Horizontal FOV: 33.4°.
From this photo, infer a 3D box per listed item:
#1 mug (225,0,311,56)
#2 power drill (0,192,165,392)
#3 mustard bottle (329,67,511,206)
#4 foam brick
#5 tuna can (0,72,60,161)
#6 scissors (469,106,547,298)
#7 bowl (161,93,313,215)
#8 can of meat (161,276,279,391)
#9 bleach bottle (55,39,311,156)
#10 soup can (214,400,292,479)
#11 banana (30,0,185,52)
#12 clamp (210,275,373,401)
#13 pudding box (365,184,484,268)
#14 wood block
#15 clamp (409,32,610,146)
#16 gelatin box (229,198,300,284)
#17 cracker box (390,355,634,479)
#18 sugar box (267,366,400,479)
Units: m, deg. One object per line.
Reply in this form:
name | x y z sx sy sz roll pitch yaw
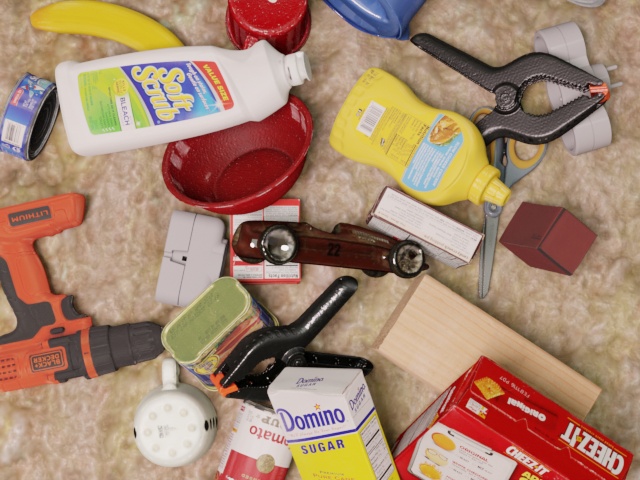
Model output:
mug | -0.059 -0.229 1.103 0.093 0.081 0.117 25 84 0
power drill | -0.259 0.050 1.081 0.184 0.057 0.187 -12 85 -3
mustard bottle | 0.108 -0.091 1.077 0.192 0.058 0.096 34 100 20
foam brick | 0.231 -0.002 1.089 0.051 0.078 0.053 36 84 -21
tuna can | -0.295 -0.125 1.083 0.033 0.086 0.086 21 84 -2
scissors | 0.200 -0.044 1.128 0.096 0.016 0.202 -8 85 -1
bowl | -0.076 -0.079 1.080 0.162 0.055 0.162 -12 49 14
can of meat | -0.100 0.092 1.062 0.102 0.084 0.057 -44 62 -6
bleach bottle | -0.134 -0.155 1.068 0.251 0.068 0.102 -11 90 13
soup can | -0.063 0.217 1.068 0.068 0.068 0.102 20 83 0
banana | -0.206 -0.209 1.119 0.198 0.037 0.069 30 84 1
clamp | -0.022 0.119 1.063 0.171 0.039 0.120 -28 118 -10
pudding box | 0.104 -0.013 1.084 0.113 0.090 0.039 25 84 1
wood block | 0.163 0.128 1.073 0.206 0.091 0.090 33 84 1
clamp | 0.188 -0.133 1.099 0.210 0.036 0.164 4 88 21
gelatin box | -0.057 0.002 1.108 0.073 0.030 0.089 0 85 -4
cracker box | 0.165 0.213 1.004 0.164 0.214 0.072 33 56 2
sugar box | 0.020 0.206 1.027 0.094 0.048 0.176 -4 118 37
